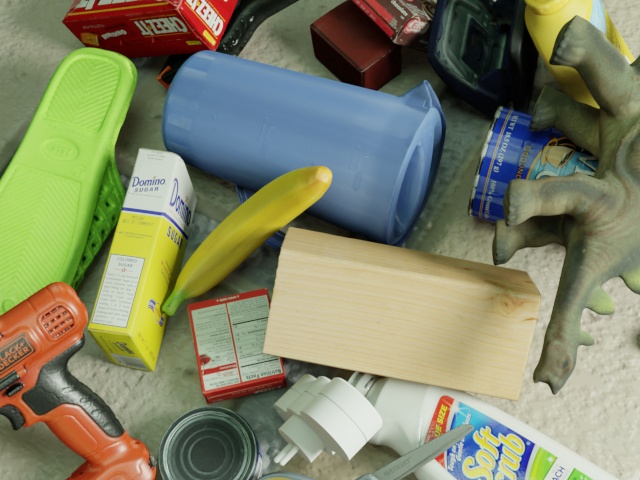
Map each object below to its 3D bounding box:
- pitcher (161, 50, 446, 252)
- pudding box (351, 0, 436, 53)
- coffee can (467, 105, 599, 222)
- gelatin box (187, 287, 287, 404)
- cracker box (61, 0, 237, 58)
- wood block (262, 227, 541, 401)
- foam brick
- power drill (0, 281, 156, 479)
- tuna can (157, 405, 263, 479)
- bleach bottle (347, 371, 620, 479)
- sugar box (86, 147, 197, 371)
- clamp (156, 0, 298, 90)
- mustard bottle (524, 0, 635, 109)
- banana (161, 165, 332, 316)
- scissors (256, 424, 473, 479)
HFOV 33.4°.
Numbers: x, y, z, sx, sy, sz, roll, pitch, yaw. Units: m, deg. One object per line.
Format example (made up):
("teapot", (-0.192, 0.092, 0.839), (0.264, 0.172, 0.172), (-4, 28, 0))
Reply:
("pitcher", (-0.020, -0.080, 0.968), (0.243, 0.145, 0.149), (19, 55, 18))
("pudding box", (0.079, -0.223, 1.031), (0.039, 0.113, 0.090), (-49, 66, 21))
("coffee can", (0.212, -0.051, 0.938), (0.140, 0.103, 0.102), (17, 67, 13))
("gelatin box", (-0.073, 0.092, 0.934), (0.073, 0.030, 0.089), (-12, 63, -3))
("cracker box", (-0.145, -0.288, 1.069), (0.164, 0.072, 0.213), (3, 60, 37))
("wood block", (0.064, 0.057, 0.873), (0.206, 0.090, 0.091), (10, 102, 1))
("foam brick", (0.035, -0.187, 1.048), (0.051, 0.053, 0.078), (-39, 68, -13))
("power drill", (-0.231, 0.151, 0.841), (0.184, 0.187, 0.057), (-35, 24, -13))
("tuna can", (-0.092, 0.182, 0.890), (0.086, 0.034, 0.086), (-2, 64, 4))
("bleach bottle", (0.125, 0.183, 0.855), (0.251, 0.068, 0.102), (28, 72, 20))
("sugar box", (-0.153, 0.017, 0.943), (0.048, 0.093, 0.176), (10, 66, 9))
("clamp", (-0.075, -0.223, 1.050), (0.210, 0.036, 0.165), (-49, 35, -5))
("mustard bottle", (0.229, -0.179, 0.949), (0.058, 0.191, 0.096), (-4, 61, 34))
("banana", (-0.059, -0.006, 0.917), (0.198, 0.037, 0.069), (-42, 25, 22))
("scissors", (0.018, 0.186, 0.846), (0.096, 0.016, 0.202), (44, 96, 10))
